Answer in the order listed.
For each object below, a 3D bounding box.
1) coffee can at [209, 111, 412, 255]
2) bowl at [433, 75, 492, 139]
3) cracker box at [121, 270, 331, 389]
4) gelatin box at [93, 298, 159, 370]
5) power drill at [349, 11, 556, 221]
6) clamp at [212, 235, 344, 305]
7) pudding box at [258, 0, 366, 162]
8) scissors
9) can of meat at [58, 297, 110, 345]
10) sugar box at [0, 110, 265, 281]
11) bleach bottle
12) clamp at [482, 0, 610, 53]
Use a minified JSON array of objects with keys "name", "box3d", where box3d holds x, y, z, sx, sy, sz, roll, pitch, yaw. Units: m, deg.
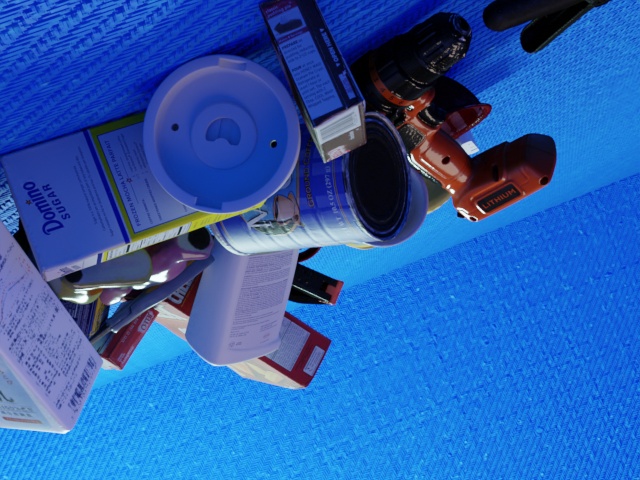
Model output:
[{"name":"coffee can","box3d":[-0.011,-0.044,0.867,0.141,0.103,0.102,-6,-177,34]},{"name":"bowl","box3d":[0.081,-0.118,1.033,0.162,0.055,0.162,-22,172,-3]},{"name":"cracker box","box3d":[-0.119,0.087,1.207,0.164,0.213,0.072,-1,-122,59]},{"name":"gelatin box","box3d":[-0.210,0.100,1.134,0.073,0.030,0.089,-59,-163,-18]},{"name":"power drill","box3d":[0.106,-0.098,0.887,0.187,0.057,0.185,31,145,-24]},{"name":"clamp","box3d":[-0.069,0.035,1.166,0.210,0.036,0.164,16,163,21]},{"name":"pudding box","box3d":[-0.003,-0.109,0.719,0.039,0.090,0.113,-25,172,-2]},{"name":"scissors","box3d":[-0.179,0.065,1.001,0.202,0.016,0.096,-34,-170,12]},{"name":"can of meat","box3d":[-0.245,0.057,1.096,0.057,0.084,0.102,12,-171,0]},{"name":"sugar box","box3d":[-0.136,-0.043,0.791,0.176,0.093,0.048,-20,172,-14]},{"name":"bleach bottle","box3d":[-0.057,0.001,1.029,0.102,0.068,0.251,-13,132,-44]},{"name":"clamp","box3d":[0.220,-0.206,0.873,0.172,0.039,0.120,-25,174,16]}]
